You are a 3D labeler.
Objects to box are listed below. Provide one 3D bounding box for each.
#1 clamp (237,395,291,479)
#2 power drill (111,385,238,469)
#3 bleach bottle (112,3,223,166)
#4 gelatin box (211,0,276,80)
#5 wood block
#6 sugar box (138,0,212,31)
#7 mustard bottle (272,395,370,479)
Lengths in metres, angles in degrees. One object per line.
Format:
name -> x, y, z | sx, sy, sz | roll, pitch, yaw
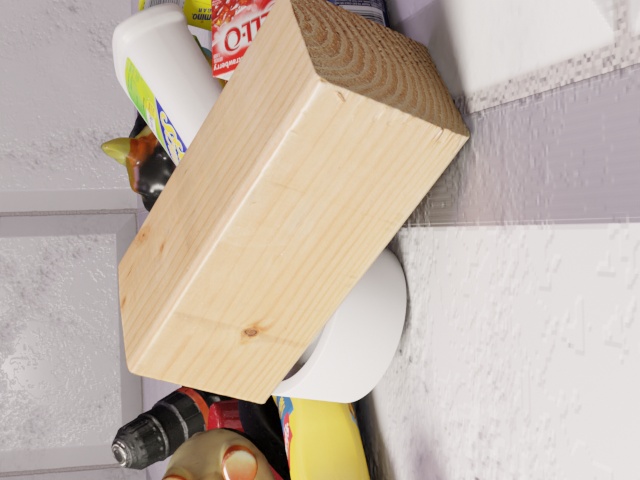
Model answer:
clamp -> -0.029, 0.102, 0.807 | 0.039, 0.120, 0.171 | -40, 68, 43
power drill -> -0.100, 0.210, 0.945 | 0.057, 0.184, 0.188 | 18, 119, 39
bleach bottle -> -0.088, -0.073, 0.893 | 0.251, 0.068, 0.103 | 57, 160, 19
gelatin box -> -0.046, -0.170, 0.834 | 0.089, 0.030, 0.073 | -9, 79, 39
wood block -> -0.024, -0.017, 0.573 | 0.206, 0.090, 0.090 | -54, 33, 30
sugar box -> -0.116, -0.244, 1.005 | 0.176, 0.093, 0.048 | -97, 23, -65
mustard bottle -> 0.003, 0.138, 0.703 | 0.096, 0.058, 0.191 | 84, 175, -53
